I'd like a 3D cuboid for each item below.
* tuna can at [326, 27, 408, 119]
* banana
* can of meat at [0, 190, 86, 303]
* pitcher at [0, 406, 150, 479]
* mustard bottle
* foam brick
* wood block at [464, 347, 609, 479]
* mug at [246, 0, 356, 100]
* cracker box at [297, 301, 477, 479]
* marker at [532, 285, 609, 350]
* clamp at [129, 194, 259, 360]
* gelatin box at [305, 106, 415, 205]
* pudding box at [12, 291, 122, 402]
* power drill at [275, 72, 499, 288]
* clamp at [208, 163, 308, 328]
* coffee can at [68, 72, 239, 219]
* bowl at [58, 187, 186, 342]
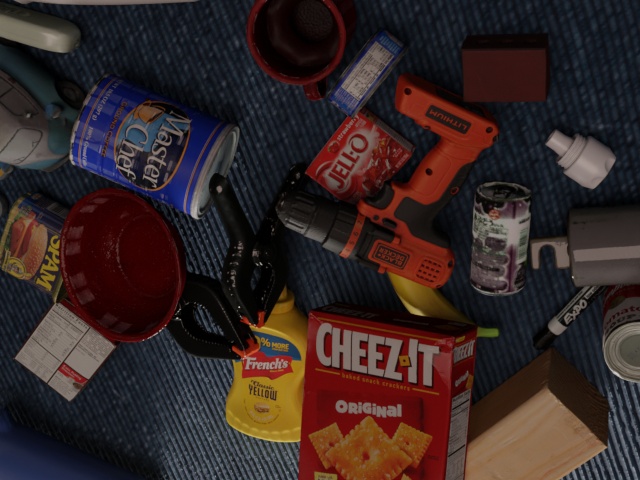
[{"bbox_3d":[0.044,-0.156,0.998,0.034,0.086,0.086,38,118,-2],"label":"tuna can"},{"bbox_3d":[0.105,0.033,1.098,0.070,0.037,0.197,-33,104,8],"label":"banana"},{"bbox_3d":[-0.305,0.005,1.184,0.084,0.057,0.102,29,117,4],"label":"can of meat"},{"bbox_3d":[-0.319,0.318,1.292,0.243,0.145,0.149,20,149,2],"label":"pitcher"},{"bbox_3d":[-0.053,0.125,1.168,0.096,0.058,0.192,12,116,16],"label":"mustard bottle"},{"bbox_3d":[0.171,-0.159,0.980,0.078,0.053,0.051,2,114,14],"label":"foam brick"},{"bbox_3d":[0.195,0.218,1.125,0.090,0.090,0.206,44,118,-6],"label":"wood block"},{"bbox_3d":[-0.011,-0.190,0.999,0.093,0.081,0.117,-7,112,18],"label":"mug"},{"bbox_3d":[0.065,0.182,1.087,0.164,0.072,0.214,8,100,27],"label":"cracker box"},{"bbox_3d":[0.257,0.069,1.080,0.020,0.020,0.121,36,118,-3],"label":"marker"},{"bbox_3d":[-0.152,0.055,1.150,0.210,0.036,0.165,26,118,24],"label":"clamp"},{"bbox_3d":[0.039,-0.080,1.065,0.073,0.030,0.089,38,117,-4],"label":"gelatin box"},{"bbox_3d":[-0.292,0.122,1.244,0.090,0.039,0.114,39,116,-4],"label":"pudding box"},{"bbox_3d":[0.070,-0.060,1.015,0.184,0.057,0.188,22,113,-10],"label":"power drill"},{"bbox_3d":[-0.057,0.001,1.083,0.039,0.120,0.171,27,126,48],"label":"clamp"},{"bbox_3d":[-0.166,-0.095,1.073,0.140,0.102,0.103,23,118,4],"label":"coffee can"},{"bbox_3d":[-0.195,0.022,1.113,0.162,0.055,0.162,7,104,30],"label":"bowl"}]
